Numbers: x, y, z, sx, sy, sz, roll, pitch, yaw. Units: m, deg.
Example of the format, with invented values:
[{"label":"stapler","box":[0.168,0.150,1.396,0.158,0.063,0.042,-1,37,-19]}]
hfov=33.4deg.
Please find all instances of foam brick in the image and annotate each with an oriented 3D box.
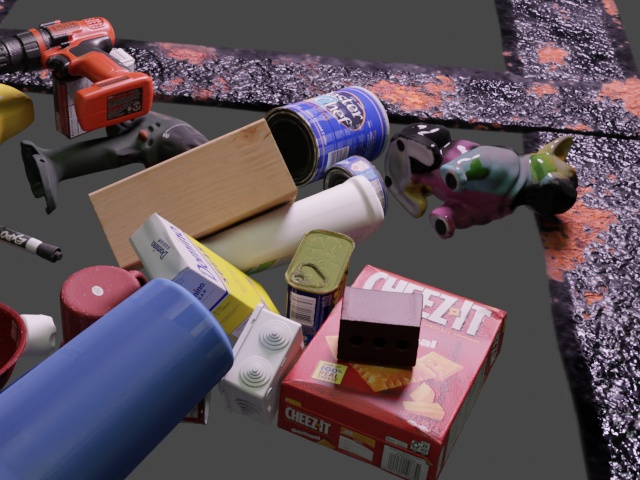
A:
[{"label":"foam brick","box":[0.057,0.082,1.020,0.078,0.053,0.051,5,36,2]}]

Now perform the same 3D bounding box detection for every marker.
[{"label":"marker","box":[-0.348,0.000,1.226,0.121,0.020,0.020,20,40,18]}]

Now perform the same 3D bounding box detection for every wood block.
[{"label":"wood block","box":[-0.139,-0.047,1.178,0.206,0.090,0.091,-24,87,-6]}]

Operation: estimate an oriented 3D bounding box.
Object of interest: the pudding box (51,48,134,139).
[{"label":"pudding box","box":[-0.301,-0.196,1.424,0.113,0.090,0.039,-26,49,-34]}]

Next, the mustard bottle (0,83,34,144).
[{"label":"mustard bottle","box":[-0.452,-0.132,1.351,0.096,0.058,0.191,16,39,13]}]

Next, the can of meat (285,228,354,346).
[{"label":"can of meat","box":[-0.003,0.052,1.145,0.057,0.084,0.102,13,38,9]}]

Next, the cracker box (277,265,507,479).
[{"label":"cracker box","box":[0.076,0.127,1.068,0.164,0.072,0.213,19,39,17]}]

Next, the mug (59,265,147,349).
[{"label":"mug","box":[-0.215,0.074,1.094,0.093,0.081,0.117,23,42,22]}]

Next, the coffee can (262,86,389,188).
[{"label":"coffee can","box":[0.005,-0.132,1.349,0.103,0.103,0.140,32,36,30]}]

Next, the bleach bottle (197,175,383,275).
[{"label":"bleach bottle","box":[-0.058,0.001,1.192,0.250,0.103,0.068,-19,77,-27]}]

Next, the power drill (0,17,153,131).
[{"label":"power drill","box":[-0.309,-0.209,1.323,0.184,0.057,0.188,-23,50,-31]}]

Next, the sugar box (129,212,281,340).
[{"label":"sugar box","box":[-0.108,0.048,1.080,0.048,0.176,0.093,-43,47,5]}]

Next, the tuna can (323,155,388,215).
[{"label":"tuna can","box":[0.041,-0.057,1.288,0.033,0.086,0.086,-25,47,-31]}]

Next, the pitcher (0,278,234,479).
[{"label":"pitcher","box":[-0.200,0.142,0.922,0.149,0.145,0.242,45,66,8]}]
